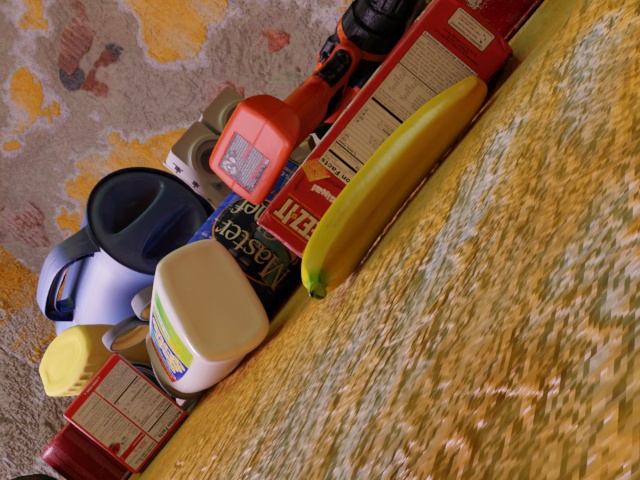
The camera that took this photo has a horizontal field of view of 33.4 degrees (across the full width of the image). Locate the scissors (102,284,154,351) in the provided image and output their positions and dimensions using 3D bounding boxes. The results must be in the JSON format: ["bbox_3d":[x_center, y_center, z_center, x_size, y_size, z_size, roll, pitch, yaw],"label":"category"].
[{"bbox_3d":[-0.150,0.081,1.050,0.096,0.016,0.201,-39,-17,1],"label":"scissors"}]

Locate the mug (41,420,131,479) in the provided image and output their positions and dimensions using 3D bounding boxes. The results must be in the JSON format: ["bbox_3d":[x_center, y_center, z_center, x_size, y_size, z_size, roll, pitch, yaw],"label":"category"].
[{"bbox_3d":[-0.222,0.205,1.092,0.117,0.081,0.093,-50,4,8],"label":"mug"}]

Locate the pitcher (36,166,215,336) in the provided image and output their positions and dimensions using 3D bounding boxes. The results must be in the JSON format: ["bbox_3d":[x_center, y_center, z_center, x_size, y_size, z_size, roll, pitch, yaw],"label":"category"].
[{"bbox_3d":[-0.220,0.043,1.150,0.243,0.149,0.145,124,163,-48],"label":"pitcher"}]

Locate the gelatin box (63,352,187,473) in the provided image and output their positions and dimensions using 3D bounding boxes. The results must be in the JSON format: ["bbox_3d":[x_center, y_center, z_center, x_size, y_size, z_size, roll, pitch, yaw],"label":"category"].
[{"bbox_3d":[-0.178,0.159,0.980,0.073,0.089,0.030,-51,3,-8],"label":"gelatin box"}]

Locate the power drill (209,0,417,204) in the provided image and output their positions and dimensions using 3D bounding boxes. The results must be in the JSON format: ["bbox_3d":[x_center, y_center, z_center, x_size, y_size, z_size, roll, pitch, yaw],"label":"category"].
[{"bbox_3d":[-0.001,-0.124,0.858,0.187,0.057,0.185,-46,-7,-37],"label":"power drill"}]

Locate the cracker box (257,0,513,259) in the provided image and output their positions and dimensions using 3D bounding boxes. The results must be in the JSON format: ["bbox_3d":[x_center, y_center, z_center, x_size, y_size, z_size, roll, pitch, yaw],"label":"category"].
[{"bbox_3d":[0.053,-0.087,0.822,0.214,0.072,0.164,-50,2,13],"label":"cracker box"}]

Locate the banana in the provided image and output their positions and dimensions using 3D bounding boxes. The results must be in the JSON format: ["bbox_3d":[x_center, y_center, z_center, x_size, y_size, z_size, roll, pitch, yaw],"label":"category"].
[{"bbox_3d":[0.043,-0.030,0.702,0.197,0.037,0.070,-53,22,-22],"label":"banana"}]

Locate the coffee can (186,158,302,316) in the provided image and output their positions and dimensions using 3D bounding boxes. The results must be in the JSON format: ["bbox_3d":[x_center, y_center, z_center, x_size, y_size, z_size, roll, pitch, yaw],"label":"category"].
[{"bbox_3d":[-0.056,0.001,0.991,0.140,0.103,0.103,-51,4,-13],"label":"coffee can"}]

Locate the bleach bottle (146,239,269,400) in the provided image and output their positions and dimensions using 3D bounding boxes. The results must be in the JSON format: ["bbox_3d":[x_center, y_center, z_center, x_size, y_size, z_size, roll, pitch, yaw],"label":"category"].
[{"bbox_3d":[-0.110,0.091,0.932,0.068,0.102,0.251,-24,-16,-22],"label":"bleach bottle"}]

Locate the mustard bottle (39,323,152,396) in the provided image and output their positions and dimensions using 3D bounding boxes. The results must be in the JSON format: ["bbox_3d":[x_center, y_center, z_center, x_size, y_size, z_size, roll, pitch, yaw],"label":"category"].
[{"bbox_3d":[-0.191,0.125,1.126,0.191,0.058,0.096,4,-39,-46],"label":"mustard bottle"}]
